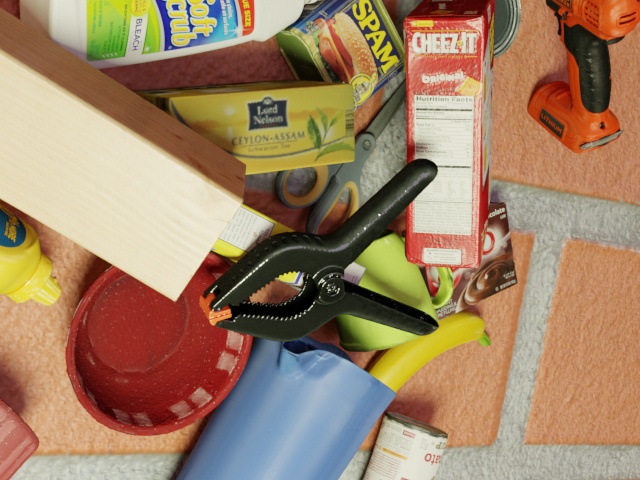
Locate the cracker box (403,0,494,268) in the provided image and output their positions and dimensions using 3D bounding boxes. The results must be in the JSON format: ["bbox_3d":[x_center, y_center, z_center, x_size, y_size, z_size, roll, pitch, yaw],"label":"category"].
[{"bbox_3d":[0.114,-0.102,0.942,0.164,0.072,0.214,-59,148,-68],"label":"cracker box"}]

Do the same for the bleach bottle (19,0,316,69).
[{"bbox_3d":[-0.102,-0.194,0.826,0.250,0.068,0.103,-16,135,-32],"label":"bleach bottle"}]

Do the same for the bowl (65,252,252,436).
[{"bbox_3d":[-0.137,0.074,0.869,0.161,0.055,0.162,-10,110,-30],"label":"bowl"}]

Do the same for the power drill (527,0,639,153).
[{"bbox_3d":[0.237,-0.193,1.035,0.057,0.184,0.187,-22,132,-12],"label":"power drill"}]

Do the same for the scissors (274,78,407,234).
[{"bbox_3d":[0.023,-0.091,0.976,0.096,0.016,0.201,29,76,-28],"label":"scissors"}]

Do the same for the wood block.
[{"bbox_3d":[-0.161,-0.060,0.732,0.206,0.090,0.091,32,107,-13],"label":"wood block"}]

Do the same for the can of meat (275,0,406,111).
[{"bbox_3d":[0.018,-0.167,0.933,0.083,0.058,0.102,-42,120,-19],"label":"can of meat"}]

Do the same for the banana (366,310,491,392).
[{"bbox_3d":[0.101,0.117,1.061,0.197,0.037,0.069,-25,113,-29],"label":"banana"}]

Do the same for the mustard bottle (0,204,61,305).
[{"bbox_3d":[-0.256,-0.014,0.747,0.058,0.096,0.191,-42,123,3],"label":"mustard bottle"}]

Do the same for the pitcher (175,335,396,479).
[{"bbox_3d":[-0.046,0.199,0.929,0.149,0.145,0.243,35,83,-21],"label":"pitcher"}]

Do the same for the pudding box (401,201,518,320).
[{"bbox_3d":[0.140,0.018,1.067,0.113,0.039,0.090,-22,111,-30],"label":"pudding box"}]

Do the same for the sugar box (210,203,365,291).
[{"bbox_3d":[-0.056,0.001,0.892,0.176,0.093,0.048,30,82,-35],"label":"sugar box"}]

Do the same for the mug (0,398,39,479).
[{"bbox_3d":[-0.271,0.144,0.783,0.117,0.093,0.081,40,67,4],"label":"mug"}]

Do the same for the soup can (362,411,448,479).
[{"bbox_3d":[0.078,0.227,1.048,0.068,0.069,0.102,21,88,-36],"label":"soup can"}]

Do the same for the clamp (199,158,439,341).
[{"bbox_3d":[0.009,0.037,0.860,0.209,0.036,0.164,-21,123,-14],"label":"clamp"}]

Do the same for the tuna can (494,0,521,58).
[{"bbox_3d":[0.151,-0.218,1.029,0.085,0.034,0.086,-8,104,-34],"label":"tuna can"}]
